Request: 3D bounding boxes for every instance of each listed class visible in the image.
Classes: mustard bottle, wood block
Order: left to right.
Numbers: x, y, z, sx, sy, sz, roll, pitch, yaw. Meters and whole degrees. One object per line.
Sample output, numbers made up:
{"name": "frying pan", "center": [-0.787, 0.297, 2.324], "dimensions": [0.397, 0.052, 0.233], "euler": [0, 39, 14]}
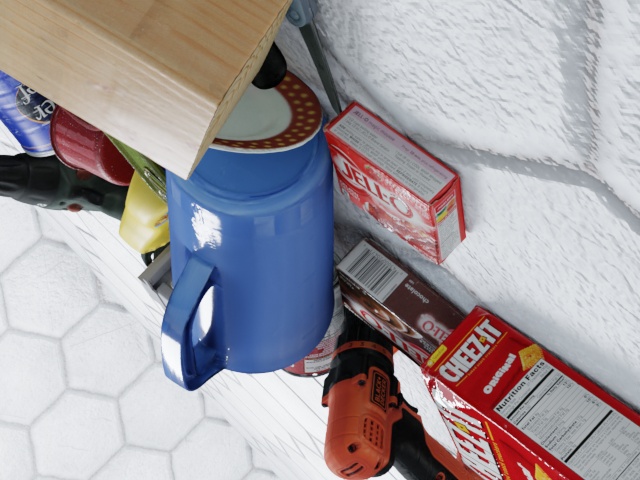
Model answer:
{"name": "wood block", "center": [-0.128, -0.134, 0.546], "dimensions": [0.206, 0.090, 0.090], "euler": [31, 151, -4]}
{"name": "mustard bottle", "center": [-0.138, -0.052, 0.974], "dimensions": [0.058, 0.096, 0.192], "euler": [42, 160, 0]}

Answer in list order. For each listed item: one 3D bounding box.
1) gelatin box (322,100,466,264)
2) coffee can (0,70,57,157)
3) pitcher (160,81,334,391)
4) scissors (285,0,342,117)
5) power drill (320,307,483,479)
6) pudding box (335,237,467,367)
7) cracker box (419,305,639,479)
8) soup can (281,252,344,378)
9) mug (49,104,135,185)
{"name": "gelatin box", "center": [0.045, -0.034, 0.649], "dimensions": [0.089, 0.030, 0.073], "euler": [38, 164, 26]}
{"name": "coffee can", "center": [-0.305, -0.171, 1.108], "dimensions": [0.103, 0.102, 0.140], "euler": [31, 160, 45]}
{"name": "pitcher", "center": [-0.055, 0.001, 0.769], "dimensions": [0.243, 0.145, 0.149], "euler": [94, 165, -61]}
{"name": "scissors", "center": [-0.027, -0.142, 0.579], "dimensions": [0.096, 0.016, 0.202], "euler": [38, 163, 17]}
{"name": "power drill", "center": [0.081, 0.151, 0.887], "dimensions": [0.187, 0.184, 0.057], "euler": [37, 127, -21]}
{"name": "pudding box", "center": [0.066, 0.057, 0.824], "dimensions": [0.113, 0.039, 0.090], "euler": [41, 166, 19]}
{"name": "cracker box", "center": [0.177, 0.161, 0.732], "dimensions": [0.214, 0.072, 0.164], "euler": [36, 162, 37]}
{"name": "soup can", "center": [-0.012, 0.062, 0.940], "dimensions": [0.069, 0.068, 0.102], "euler": [35, 142, 35]}
{"name": "mug", "center": [-0.198, -0.101, 1.058], "dimensions": [0.082, 0.093, 0.117], "euler": [26, -173, 42]}
